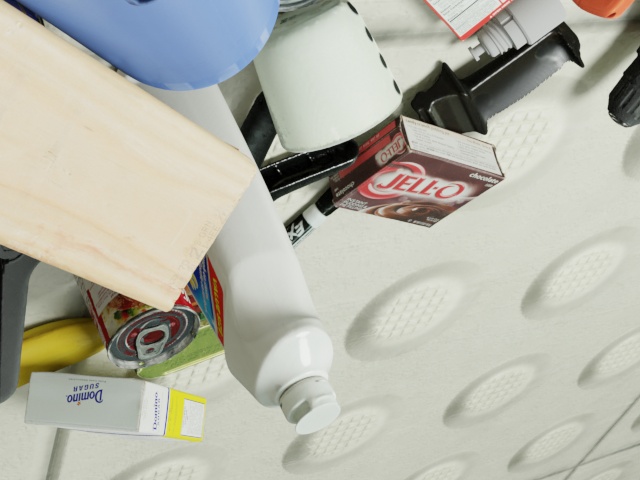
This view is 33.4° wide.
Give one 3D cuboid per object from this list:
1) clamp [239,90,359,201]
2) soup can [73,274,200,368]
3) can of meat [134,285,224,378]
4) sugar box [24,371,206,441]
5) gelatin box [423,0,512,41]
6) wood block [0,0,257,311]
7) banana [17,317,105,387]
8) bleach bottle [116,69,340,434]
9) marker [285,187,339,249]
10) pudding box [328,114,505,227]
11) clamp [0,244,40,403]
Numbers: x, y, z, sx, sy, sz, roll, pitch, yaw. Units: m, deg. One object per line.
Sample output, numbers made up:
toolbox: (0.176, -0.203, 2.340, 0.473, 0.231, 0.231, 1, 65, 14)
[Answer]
clamp: (-0.051, -0.039, 0.797, 0.172, 0.039, 0.120, -42, 142, 24)
soup can: (-0.136, 0.031, 0.762, 0.068, 0.102, 0.068, -21, 147, -15)
can of meat: (-0.112, 0.051, 0.828, 0.102, 0.084, 0.057, -20, 147, -17)
sugar box: (-0.161, 0.137, 0.870, 0.093, 0.048, 0.176, 3, 165, 9)
gelatin box: (0.101, -0.185, 0.724, 0.073, 0.030, 0.089, -39, 148, 16)
wood block: (-0.136, -0.051, 0.474, 0.205, 0.091, 0.090, 31, 92, -51)
banana: (-0.244, 0.106, 0.842, 0.197, 0.037, 0.069, -23, 147, -11)
bleach bottle: (-0.054, 0.001, 0.644, 0.068, 0.251, 0.103, -15, 145, -24)
marker: (-0.022, -0.005, 0.886, 0.121, 0.020, 0.020, -42, 147, 18)
pudding box: (0.076, -0.053, 0.852, 0.113, 0.039, 0.090, 9, 149, -40)
clamp: (-0.208, -0.004, 0.650, 0.164, 0.036, 0.210, 27, 95, -52)
